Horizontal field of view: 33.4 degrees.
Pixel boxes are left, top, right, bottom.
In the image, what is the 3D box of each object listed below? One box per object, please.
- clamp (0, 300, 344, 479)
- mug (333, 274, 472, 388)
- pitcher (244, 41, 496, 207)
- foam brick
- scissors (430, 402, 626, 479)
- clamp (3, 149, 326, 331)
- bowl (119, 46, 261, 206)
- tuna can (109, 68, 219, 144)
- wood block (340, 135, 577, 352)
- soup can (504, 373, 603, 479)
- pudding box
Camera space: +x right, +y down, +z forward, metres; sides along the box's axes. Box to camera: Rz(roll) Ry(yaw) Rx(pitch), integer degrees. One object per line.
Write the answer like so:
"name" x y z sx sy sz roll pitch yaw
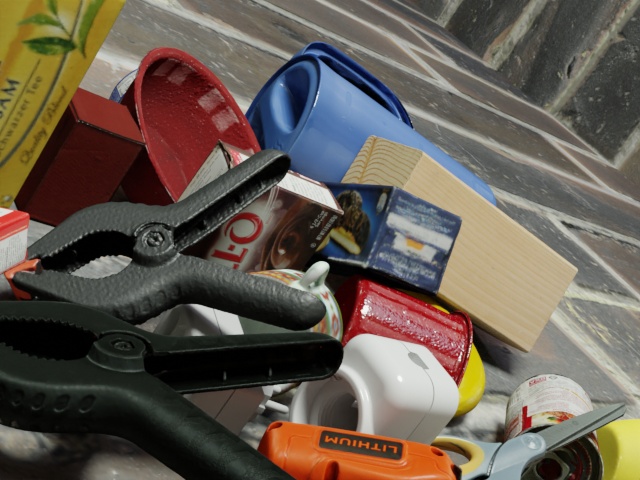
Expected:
"clamp" -0.088 0.067 0.478 0.210 0.036 0.164 11 19 -6
"mug" 0.040 0.083 0.707 0.081 0.093 0.117 25 56 -13
"pitcher" 0.048 -0.068 1.001 0.242 0.149 0.145 29 10 -28
"foam brick" -0.159 -0.052 0.692 0.051 0.078 0.053 20 26 -40
"scissors" 0.135 0.148 0.677 0.201 0.016 0.096 -3 38 -22
"clamp" -0.084 0.001 0.592 0.171 0.039 0.120 -1 47 -2
"bowl" -0.101 -0.057 0.779 0.162 0.055 0.162 46 31 -39
"tuna can" -0.126 -0.096 0.846 0.086 0.086 0.034 24 20 -31
"wood block" 0.113 0.005 0.927 0.205 0.091 0.090 33 -2 -31
"soup can" 0.170 0.146 0.785 0.068 0.069 0.102 35 18 1
"pudding box" -0.054 0.001 0.685 0.089 0.114 0.039 20 25 -36
